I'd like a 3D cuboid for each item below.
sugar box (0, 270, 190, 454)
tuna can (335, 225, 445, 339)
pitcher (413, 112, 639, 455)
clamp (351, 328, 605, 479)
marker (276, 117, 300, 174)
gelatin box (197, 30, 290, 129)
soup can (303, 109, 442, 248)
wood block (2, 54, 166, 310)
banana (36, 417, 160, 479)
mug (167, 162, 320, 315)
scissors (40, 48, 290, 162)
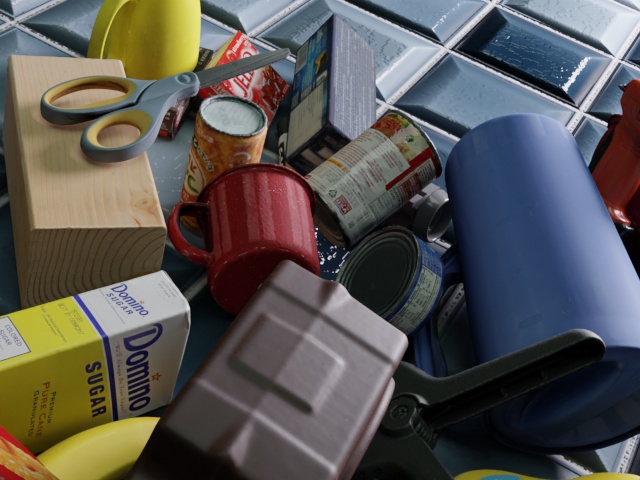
[{"bbox_3d":[-0.165,0.084,0.638,0.175,0.093,0.048,-15,49,-34],"label":"sugar box"},{"bbox_3d":[0.050,0.034,0.787,0.033,0.086,0.086,34,28,-32],"label":"tuna can"},{"bbox_3d":[0.153,0.026,0.783,0.149,0.145,0.243,10,46,-19],"label":"pitcher"},{"bbox_3d":[0.056,0.122,0.644,0.210,0.036,0.164,-5,42,32],"label":"clamp"},{"bbox_3d":[-0.028,-0.071,0.942,0.020,0.020,0.121,9,39,-11],"label":"marker"},{"bbox_3d":[-0.070,-0.141,0.975,0.073,0.030,0.089,46,34,-17],"label":"gelatin box"},{"bbox_3d":[0.038,-0.049,0.859,0.102,0.068,0.069,-38,59,-12],"label":"soup can"},{"bbox_3d":[-0.181,-0.043,0.791,0.090,0.090,0.206,0,42,-22],"label":"wood block"},{"bbox_3d":[-0.150,0.156,0.604,0.069,0.037,0.197,36,40,0],"label":"banana"},{"bbox_3d":[-0.055,0.001,0.784,0.117,0.093,0.081,14,41,-23],"label":"mug"},{"bbox_3d":[-0.102,-0.101,0.785,0.201,0.016,0.096,-10,49,-19],"label":"scissors"}]
